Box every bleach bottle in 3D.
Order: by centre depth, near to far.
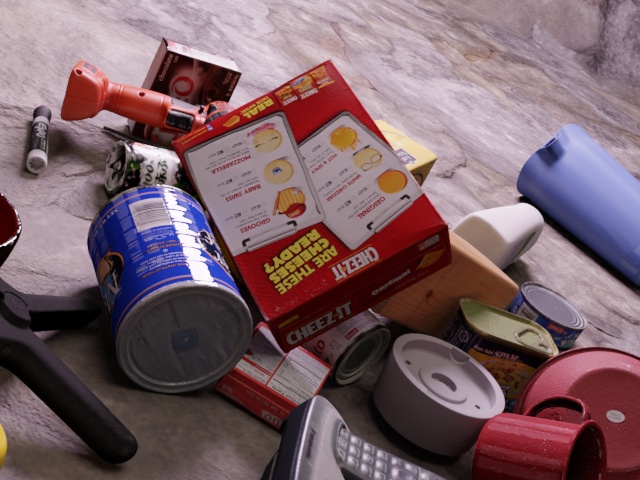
[{"bbox_3d":[0.211,0.005,1.282,0.068,0.103,0.250,45,21,14],"label":"bleach bottle"}]

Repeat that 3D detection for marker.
[{"bbox_3d":[-0.275,-0.101,1.044,0.020,0.020,0.121,18,26,-21],"label":"marker"}]

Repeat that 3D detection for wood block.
[{"bbox_3d":[0.099,0.031,1.019,0.090,0.091,0.205,44,9,32],"label":"wood block"}]

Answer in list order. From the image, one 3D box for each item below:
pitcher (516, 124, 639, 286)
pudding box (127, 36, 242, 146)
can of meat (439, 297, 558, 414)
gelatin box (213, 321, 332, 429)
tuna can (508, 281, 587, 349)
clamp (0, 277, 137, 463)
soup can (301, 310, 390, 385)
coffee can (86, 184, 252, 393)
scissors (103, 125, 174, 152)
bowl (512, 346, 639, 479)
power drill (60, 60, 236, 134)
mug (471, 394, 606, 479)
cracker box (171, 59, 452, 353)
[{"bbox_3d":[0.416,-0.045,1.560,0.148,0.145,0.243,-15,51,-41],"label":"pitcher"},{"bbox_3d":[-0.150,-0.157,1.172,0.089,0.114,0.039,13,28,-29],"label":"pudding box"},{"bbox_3d":[0.157,0.113,1.005,0.102,0.084,0.057,19,26,-19],"label":"can of meat"},{"bbox_3d":[-0.037,0.112,0.867,0.073,0.030,0.089,32,24,3],"label":"gelatin box"},{"bbox_3d":[0.261,0.087,1.228,0.086,0.034,0.086,23,24,-12],"label":"tuna can"},{"bbox_3d":[-0.214,0.052,0.724,0.209,0.036,0.165,40,12,-31],"label":"clamp"},{"bbox_3d":[0.005,0.070,0.946,0.102,0.069,0.068,43,28,28],"label":"soup can"},{"bbox_3d":[-0.121,0.035,0.837,0.102,0.103,0.140,13,28,-30],"label":"coffee can"},{"bbox_3d":[-0.131,-0.083,1.160,0.202,0.016,0.096,22,1,17],"label":"scissors"},{"bbox_3d":[0.248,0.160,0.922,0.162,0.162,0.055,37,-17,18],"label":"bowl"},{"bbox_3d":[-0.160,-0.123,1.065,0.187,0.057,0.184,16,9,-13],"label":"power drill"},{"bbox_3d":[0.179,0.175,0.860,0.082,0.117,0.093,4,-36,35],"label":"mug"},{"bbox_3d":[-0.011,-0.033,0.913,0.214,0.164,0.072,59,-5,33],"label":"cracker box"}]
